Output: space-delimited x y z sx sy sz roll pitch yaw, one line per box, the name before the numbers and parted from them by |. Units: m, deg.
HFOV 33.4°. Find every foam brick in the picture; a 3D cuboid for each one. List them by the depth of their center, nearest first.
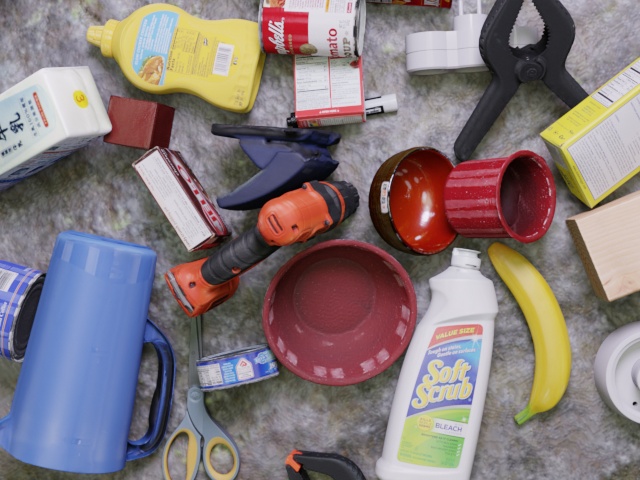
foam brick | -0.193 -0.124 1.142 0.053 0.078 0.051 11 94 5

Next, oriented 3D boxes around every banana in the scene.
banana | 0.225 0.095 1.124 0.069 0.037 0.198 -9 90 5

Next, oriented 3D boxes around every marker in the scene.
marker | 0.023 -0.138 1.148 0.121 0.020 0.020 -9 90 6

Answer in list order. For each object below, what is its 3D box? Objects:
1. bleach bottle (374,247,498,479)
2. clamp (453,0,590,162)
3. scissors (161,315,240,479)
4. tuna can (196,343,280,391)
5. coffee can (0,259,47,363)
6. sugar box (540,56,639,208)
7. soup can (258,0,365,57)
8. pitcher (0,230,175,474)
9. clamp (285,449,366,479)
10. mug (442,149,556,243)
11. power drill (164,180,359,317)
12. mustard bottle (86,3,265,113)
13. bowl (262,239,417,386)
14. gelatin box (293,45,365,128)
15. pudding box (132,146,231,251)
bleach bottle | 0.127 0.132 1.123 0.102 0.068 0.251 9 90 4
clamp | 0.218 -0.174 1.069 0.164 0.036 0.210 -5 128 -2
scissors | -0.120 0.182 1.172 0.096 0.016 0.202 15 93 4
tuna can | -0.088 0.134 1.133 0.086 0.086 0.034 -12 89 6
coffee can | -0.375 0.064 1.152 0.140 0.102 0.103 16 93 5
sugar box | 0.317 -0.123 1.081 0.176 0.048 0.093 -38 126 -1
soup can | -0.008 -0.225 1.102 0.102 0.068 0.068 5 92 9
pitcher | -0.240 0.119 1.136 0.145 0.149 0.243 12 89 20
clamp | 0.028 0.295 1.148 0.171 0.039 0.120 30 90 11
mug | 0.186 -0.051 1.095 0.117 0.082 0.093 -47 118 -30
power drill | -0.057 0.001 1.103 0.188 0.184 0.057 -35 83 25
mustard bottle | -0.158 -0.202 1.146 0.191 0.058 0.096 13 91 5
bowl | 0.018 0.069 1.122 0.162 0.055 0.162 -2 107 -5
gelatin box | 0.009 -0.167 1.132 0.073 0.030 0.089 -4 70 6
pudding box | -0.145 -0.043 1.132 0.039 0.090 0.113 -35 87 6
